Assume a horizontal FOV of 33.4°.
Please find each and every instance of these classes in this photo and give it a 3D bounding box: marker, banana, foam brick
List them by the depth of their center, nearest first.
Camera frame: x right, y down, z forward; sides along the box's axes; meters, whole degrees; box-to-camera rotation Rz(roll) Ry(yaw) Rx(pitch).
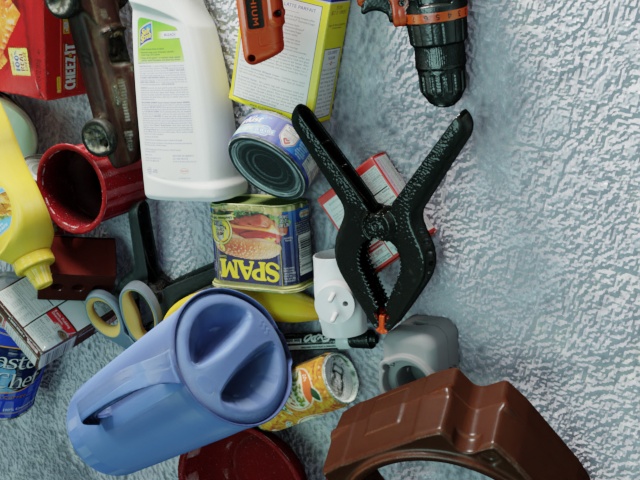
[{"bbox_3d":[0.003,0.098,1.044,0.121,0.020,0.020,-6,102,33],"label":"marker"},{"bbox_3d":[-0.092,0.074,1.071,0.198,0.037,0.069,-18,132,29],"label":"banana"},{"bbox_3d":[-0.260,0.030,1.136,0.053,0.078,0.051,120,146,-48],"label":"foam brick"}]

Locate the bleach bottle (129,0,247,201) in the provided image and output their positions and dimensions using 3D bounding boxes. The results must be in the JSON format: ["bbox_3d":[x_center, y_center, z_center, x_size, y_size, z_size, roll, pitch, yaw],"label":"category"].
[{"bbox_3d":[-0.130,-0.166,1.020,0.103,0.068,0.251,3,104,29],"label":"bleach bottle"}]

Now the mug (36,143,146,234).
[{"bbox_3d":[-0.236,-0.052,1.106,0.093,0.081,0.117,42,122,14],"label":"mug"}]

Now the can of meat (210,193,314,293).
[{"bbox_3d":[-0.057,0.001,1.029,0.102,0.057,0.084,4,105,31],"label":"can of meat"}]

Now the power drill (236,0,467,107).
[{"bbox_3d":[0.027,-0.193,0.882,0.187,0.057,0.184,-6,106,5],"label":"power drill"}]

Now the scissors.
[{"bbox_3d":[-0.201,0.127,1.149,0.096,0.016,0.202,10,124,17],"label":"scissors"}]

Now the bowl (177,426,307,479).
[{"bbox_3d":[-0.069,0.254,1.114,0.162,0.055,0.162,10,110,29],"label":"bowl"}]

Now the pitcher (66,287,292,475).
[{"bbox_3d":[-0.156,0.150,1.040,0.149,0.145,0.243,39,135,-19],"label":"pitcher"}]

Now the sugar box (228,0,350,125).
[{"bbox_3d":[-0.024,-0.200,0.953,0.093,0.048,0.176,21,111,23],"label":"sugar box"}]

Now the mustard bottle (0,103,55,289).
[{"bbox_3d":[-0.318,-0.039,1.081,0.096,0.058,0.191,-35,77,46],"label":"mustard bottle"}]

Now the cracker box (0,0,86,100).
[{"bbox_3d":[-0.344,-0.245,1.119,0.214,0.072,0.164,14,111,28],"label":"cracker box"}]

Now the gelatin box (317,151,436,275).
[{"bbox_3d":[0.052,-0.023,0.970,0.073,0.030,0.089,-37,85,33],"label":"gelatin box"}]

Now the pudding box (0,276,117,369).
[{"bbox_3d":[-0.287,0.072,1.157,0.090,0.113,0.039,47,141,11],"label":"pudding box"}]

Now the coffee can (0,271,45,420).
[{"bbox_3d":[-0.361,0.121,1.224,0.103,0.102,0.140,35,120,18],"label":"coffee can"}]

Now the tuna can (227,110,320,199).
[{"bbox_3d":[-0.042,-0.077,0.983,0.086,0.033,0.086,25,151,15],"label":"tuna can"}]

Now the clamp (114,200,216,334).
[{"bbox_3d":[-0.162,0.051,1.120,0.120,0.039,0.172,30,125,16],"label":"clamp"}]

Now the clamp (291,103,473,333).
[{"bbox_3d":[0.046,-0.023,0.931,0.165,0.036,0.210,13,113,25],"label":"clamp"}]
